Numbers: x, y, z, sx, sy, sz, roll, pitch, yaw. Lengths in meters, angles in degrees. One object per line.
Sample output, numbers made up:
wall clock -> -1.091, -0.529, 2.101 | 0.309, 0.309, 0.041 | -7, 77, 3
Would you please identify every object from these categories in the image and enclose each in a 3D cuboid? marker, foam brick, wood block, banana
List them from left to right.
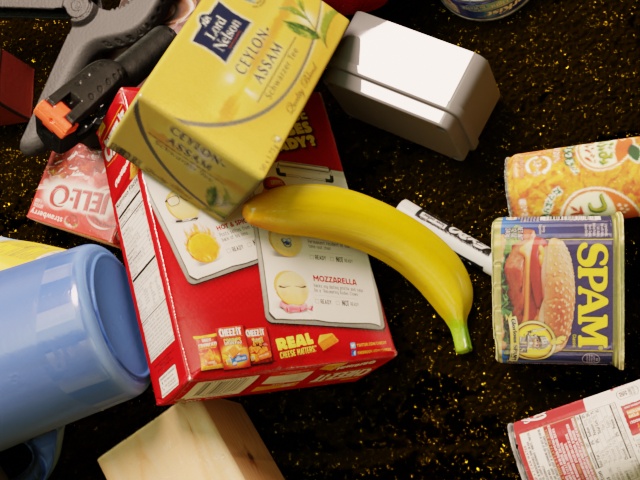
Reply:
foam brick -> -0.299, -0.131, 0.935 | 0.078, 0.051, 0.053 | -5, 76, 19
wood block -> -0.056, 0.219, 0.739 | 0.090, 0.090, 0.206 | -36, 68, 7
banana -> 0.038, 0.004, 0.741 | 0.037, 0.197, 0.069 | -41, 25, 44
marker -> 0.106, 0.006, 0.772 | 0.121, 0.020, 0.020 | 31, 89, 23

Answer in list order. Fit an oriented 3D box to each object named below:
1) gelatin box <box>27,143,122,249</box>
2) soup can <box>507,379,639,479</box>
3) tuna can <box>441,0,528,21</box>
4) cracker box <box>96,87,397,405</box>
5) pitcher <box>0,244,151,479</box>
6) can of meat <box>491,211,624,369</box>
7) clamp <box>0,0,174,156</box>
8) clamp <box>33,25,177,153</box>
gelatin box -> -0.190, -0.039, 0.884 | 0.089, 0.030, 0.073 | 16, 83, 23
soup can -> 0.181, 0.134, 0.688 | 0.102, 0.068, 0.068 | -22, 70, 13
tuna can -> 0.125, -0.213, 0.812 | 0.086, 0.033, 0.086 | -5, 75, 18
cracker box -> -0.055, 0.001, 0.756 | 0.072, 0.163, 0.214 | -42, 58, 51
pitcher -> -0.238, 0.100, 0.734 | 0.243, 0.149, 0.145 | -19, 57, 10
can of meat -> 0.158, 0.033, 0.710 | 0.084, 0.057, 0.102 | 0, 98, 13
clamp -> -0.191, -0.174, 0.870 | 0.210, 0.036, 0.164 | -26, 75, 9
clamp -> -0.159, -0.111, 0.791 | 0.039, 0.171, 0.120 | 35, 100, -5
